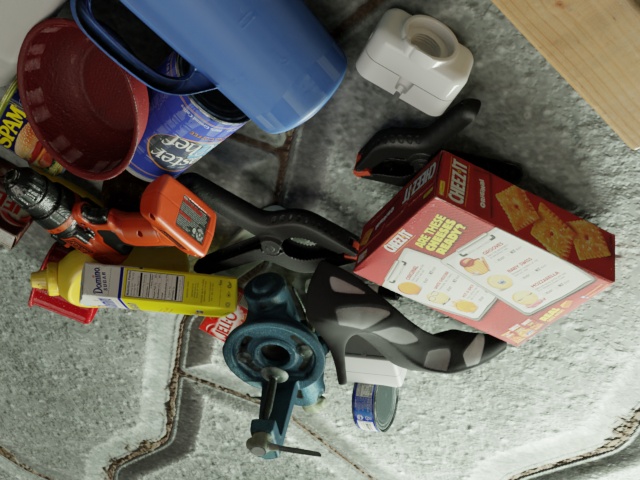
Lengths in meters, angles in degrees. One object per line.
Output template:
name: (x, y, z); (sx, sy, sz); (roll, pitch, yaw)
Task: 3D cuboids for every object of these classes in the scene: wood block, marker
wood block: (0.233, -0.185, 0.873); (0.206, 0.090, 0.090); (41, 136, -19)
marker: (0.040, 0.059, 1.273); (0.121, 0.020, 0.020); (3, 135, 22)

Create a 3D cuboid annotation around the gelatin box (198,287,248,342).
gelatin box: (-0.109, 0.102, 1.379); (0.073, 0.030, 0.089); (30, 138, -7)

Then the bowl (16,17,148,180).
bowl: (-0.220, -0.143, 1.040); (0.162, 0.055, 0.162); (18, 122, 30)

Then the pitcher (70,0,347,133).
pitcher: (-0.096, -0.205, 0.971); (0.149, 0.145, 0.242); (-24, 123, 37)

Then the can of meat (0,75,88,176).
can of meat: (-0.297, -0.125, 1.129); (0.084, 0.057, 0.102); (32, 139, -13)

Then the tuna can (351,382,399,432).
tuna can: (0.070, 0.200, 1.357); (0.034, 0.086, 0.086); (3, 135, 24)

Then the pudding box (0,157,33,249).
pudding box: (-0.401, -0.054, 1.307); (0.113, 0.090, 0.039); (29, 139, -5)

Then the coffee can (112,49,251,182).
coffee can: (-0.142, -0.133, 1.092); (0.102, 0.102, 0.141); (41, 136, -19)

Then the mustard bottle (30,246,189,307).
mustard bottle: (-0.258, 0.045, 1.313); (0.191, 0.058, 0.096); (-2, 145, -9)

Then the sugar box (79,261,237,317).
sugar box: (-0.189, 0.059, 1.239); (0.176, 0.048, 0.093); (4, 169, -13)

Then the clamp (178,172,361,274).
clamp: (-0.058, 0.001, 1.204); (0.210, 0.036, 0.165); (13, 143, 3)

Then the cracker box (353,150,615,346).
cracker box: (0.168, 0.013, 1.100); (0.213, 0.072, 0.164); (25, 142, -16)

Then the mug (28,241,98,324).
mug: (-0.326, 0.060, 1.403); (0.081, 0.093, 0.117); (22, 170, -5)

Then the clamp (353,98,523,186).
clamp: (0.116, -0.082, 1.076); (0.172, 0.039, 0.120); (-11, 133, 42)

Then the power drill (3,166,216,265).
power drill: (-0.221, -0.030, 1.141); (0.188, 0.057, 0.184); (-1, 155, 33)

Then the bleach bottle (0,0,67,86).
bleach bottle: (-0.300, -0.224, 1.070); (0.068, 0.102, 0.251); (35, 137, -15)
